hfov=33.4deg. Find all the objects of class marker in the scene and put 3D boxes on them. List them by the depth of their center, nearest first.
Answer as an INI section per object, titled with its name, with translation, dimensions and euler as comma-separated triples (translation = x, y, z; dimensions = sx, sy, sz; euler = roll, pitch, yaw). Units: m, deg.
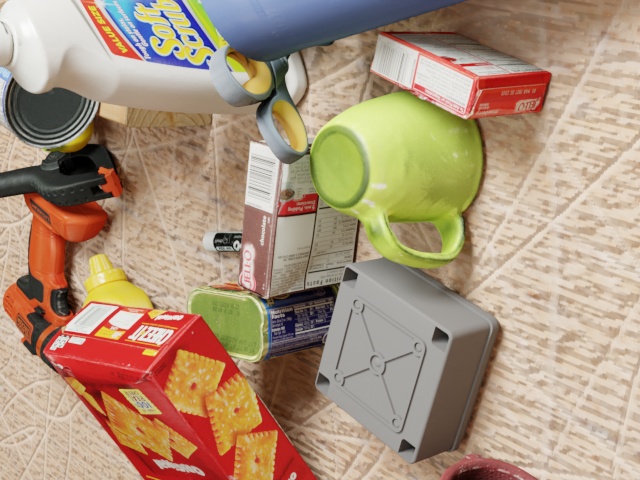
[marker]
translation = -0.056, 0.001, 0.894
dimensions = 0.121, 0.020, 0.020
euler = 0, 97, 48

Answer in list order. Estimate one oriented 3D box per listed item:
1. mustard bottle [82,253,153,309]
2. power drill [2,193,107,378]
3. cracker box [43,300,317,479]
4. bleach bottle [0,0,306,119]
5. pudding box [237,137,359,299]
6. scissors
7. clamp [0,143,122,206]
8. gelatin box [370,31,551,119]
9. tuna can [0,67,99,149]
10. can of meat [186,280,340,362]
[mustard bottle]
translation = -0.185, 0.103, 1.025
dimensions = 0.096, 0.058, 0.192
euler = -36, 70, 50
[power drill]
translation = -0.269, 0.043, 1.107
dimensions = 0.185, 0.057, 0.188
euler = 36, 122, 38
[cracker box]
translation = -0.110, 0.153, 0.869
dimensions = 0.164, 0.072, 0.213
euler = 2, 131, 48
[bleach bottle]
translation = -0.131, -0.135, 0.780
dimensions = 0.068, 0.250, 0.102
euler = -32, 73, 46
[pudding box]
translation = -0.013, -0.019, 0.791
dimensions = 0.039, 0.089, 0.113
euler = 23, 113, 41
[scissors]
translation = -0.024, -0.105, 0.746
dimensions = 0.016, 0.201, 0.096
euler = -31, 92, 21
[clamp]
translation = -0.258, -0.077, 1.065
dimensions = 0.172, 0.120, 0.039
euler = 8, 142, 27
[gelatin box]
translation = 0.088, -0.106, 0.677
dimensions = 0.089, 0.073, 0.030
euler = 34, 122, 38
[tuna can]
translation = -0.227, -0.121, 0.877
dimensions = 0.034, 0.085, 0.086
euler = 33, 120, 41
[can of meat]
translation = -0.044, 0.060, 0.844
dimensions = 0.102, 0.083, 0.057
euler = 4, 100, 47
